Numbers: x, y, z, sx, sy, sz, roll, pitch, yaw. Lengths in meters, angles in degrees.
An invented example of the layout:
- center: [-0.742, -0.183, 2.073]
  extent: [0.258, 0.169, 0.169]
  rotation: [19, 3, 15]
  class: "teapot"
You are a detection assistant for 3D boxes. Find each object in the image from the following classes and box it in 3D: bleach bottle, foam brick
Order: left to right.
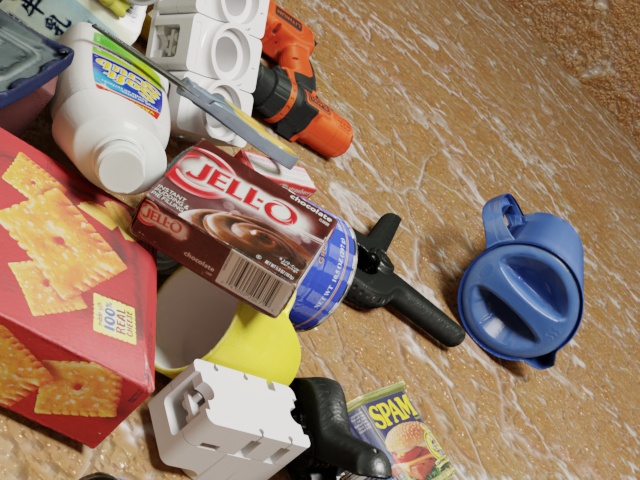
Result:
- center: [-0.222, -0.101, 0.734]
  extent: [0.051, 0.078, 0.053]
  rotation: [32, 29, -27]
  class: "foam brick"
- center: [-0.147, -0.087, 0.767]
  extent: [0.102, 0.068, 0.251]
  rotation: [34, 11, -26]
  class: "bleach bottle"

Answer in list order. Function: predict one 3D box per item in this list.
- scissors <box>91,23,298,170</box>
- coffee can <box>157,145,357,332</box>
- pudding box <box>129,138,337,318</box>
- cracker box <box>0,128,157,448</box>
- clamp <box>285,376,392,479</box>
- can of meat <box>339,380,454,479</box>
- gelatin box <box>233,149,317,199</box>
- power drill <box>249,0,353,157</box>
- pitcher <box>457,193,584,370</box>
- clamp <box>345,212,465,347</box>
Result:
- center: [-0.102, -0.121, 0.862]
  extent: [0.201, 0.016, 0.096]
  rotation: [35, 7, -23]
  class: "scissors"
- center: [-0.055, 0.001, 0.825]
  extent: [0.140, 0.103, 0.103]
  rotation: [28, 31, -38]
  class: "coffee can"
- center: [-0.055, -0.010, 0.698]
  extent: [0.113, 0.039, 0.090]
  rotation: [33, 35, 0]
  class: "pudding box"
- center: [-0.197, 0.004, 0.625]
  extent: [0.213, 0.072, 0.164]
  rotation: [34, 27, -28]
  class: "cracker box"
- center: [0.000, 0.157, 0.722]
  extent: [0.039, 0.120, 0.171]
  rotation: [17, 15, -18]
  class: "clamp"
- center: [0.049, 0.162, 0.815]
  extent: [0.084, 0.058, 0.101]
  rotation: [57, 26, 15]
  class: "can of meat"
- center: [-0.058, -0.037, 0.912]
  extent: [0.089, 0.073, 0.030]
  rotation: [11, 43, -53]
  class: "gelatin box"
- center: [-0.050, -0.191, 1.178]
  extent: [0.184, 0.057, 0.187]
  rotation: [32, 31, -39]
  class: "power drill"
- center: [0.240, 0.031, 1.233]
  extent: [0.145, 0.149, 0.242]
  rotation: [25, 19, 10]
  class: "pitcher"
- center: [0.050, 0.021, 1.048]
  extent: [0.209, 0.036, 0.165]
  rotation: [19, 37, -46]
  class: "clamp"
